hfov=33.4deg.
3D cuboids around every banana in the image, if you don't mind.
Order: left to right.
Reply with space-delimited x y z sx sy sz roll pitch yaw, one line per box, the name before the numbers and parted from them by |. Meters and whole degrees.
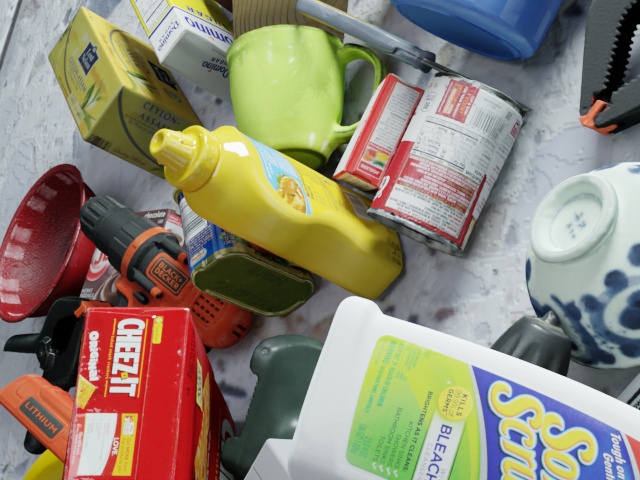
banana | -0.202 0.193 0.894 0.198 0.037 0.069 -22 53 39

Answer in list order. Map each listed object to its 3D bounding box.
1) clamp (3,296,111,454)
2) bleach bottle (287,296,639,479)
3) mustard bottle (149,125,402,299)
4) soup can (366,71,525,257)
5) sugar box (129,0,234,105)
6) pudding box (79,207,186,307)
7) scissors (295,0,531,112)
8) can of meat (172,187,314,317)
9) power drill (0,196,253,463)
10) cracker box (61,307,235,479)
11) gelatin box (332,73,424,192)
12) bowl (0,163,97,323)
clamp | -0.239 0.097 0.956 0.172 0.039 0.120 -52 56 29
bleach bottle | 0.117 0.107 0.497 0.251 0.068 0.102 14 72 16
mustard bottle | -0.032 -0.027 0.708 0.058 0.191 0.096 -47 42 18
soup can | 0.082 -0.049 0.692 0.069 0.068 0.102 22 86 50
sugar box | -0.122 -0.199 0.977 0.048 0.093 0.176 -50 42 16
pudding box | -0.162 0.021 0.942 0.114 0.039 0.090 -3 68 47
scissors | 0.072 -0.132 0.776 0.202 0.096 0.016 29 103 20
can of meat | -0.055 0.001 0.790 0.058 0.101 0.084 -36 48 29
power drill | -0.169 0.073 0.846 0.185 0.057 0.187 36 87 28
cracker box | -0.102 0.158 0.678 0.072 0.214 0.164 0 62 4
gelatin box | 0.040 -0.072 0.749 0.073 0.030 0.089 -64 3 -2
bowl | -0.251 0.010 1.028 0.162 0.055 0.162 -29 49 39
